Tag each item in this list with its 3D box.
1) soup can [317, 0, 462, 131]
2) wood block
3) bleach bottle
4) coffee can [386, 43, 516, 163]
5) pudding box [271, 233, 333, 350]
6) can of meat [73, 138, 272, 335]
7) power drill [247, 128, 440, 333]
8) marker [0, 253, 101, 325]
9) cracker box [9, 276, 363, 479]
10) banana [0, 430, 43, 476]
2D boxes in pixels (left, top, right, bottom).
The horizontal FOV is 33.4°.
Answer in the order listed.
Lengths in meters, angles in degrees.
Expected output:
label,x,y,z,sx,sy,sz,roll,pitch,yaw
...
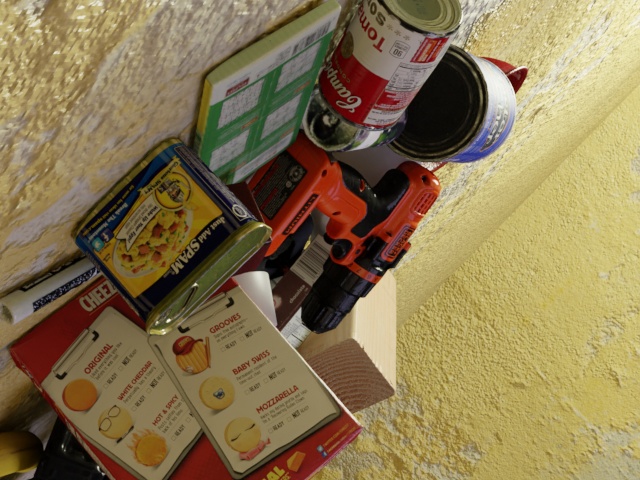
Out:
label,x,y,z,sx,sy,sz,roll,pitch,yaw
soup can,0.048,-0.135,0.754,0.068,0.068,0.102,-34,166,-40
wood block,0.027,0.093,1.201,0.090,0.090,0.206,-27,-153,20
bleach bottle,0.028,-0.030,1.110,0.102,0.068,0.251,-36,170,-20
coffee can,0.113,-0.120,0.952,0.103,0.103,0.140,-46,169,17
pudding box,-0.015,0.056,1.085,0.113,0.039,0.090,-49,161,-3
can of meat,-0.098,-0.003,0.692,0.102,0.084,0.057,-44,169,3
power drill,0.004,-0.006,0.918,0.184,0.057,0.187,-55,145,10
marker,-0.163,0.021,0.720,0.120,0.020,0.020,-34,166,-41
cracker box,-0.100,0.118,0.805,0.164,0.214,0.072,-39,170,-21
banana,-0.280,0.188,0.912,0.070,0.037,0.197,-26,172,13
